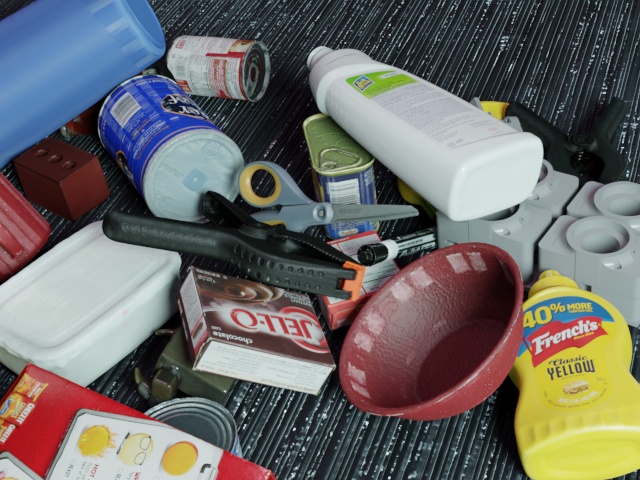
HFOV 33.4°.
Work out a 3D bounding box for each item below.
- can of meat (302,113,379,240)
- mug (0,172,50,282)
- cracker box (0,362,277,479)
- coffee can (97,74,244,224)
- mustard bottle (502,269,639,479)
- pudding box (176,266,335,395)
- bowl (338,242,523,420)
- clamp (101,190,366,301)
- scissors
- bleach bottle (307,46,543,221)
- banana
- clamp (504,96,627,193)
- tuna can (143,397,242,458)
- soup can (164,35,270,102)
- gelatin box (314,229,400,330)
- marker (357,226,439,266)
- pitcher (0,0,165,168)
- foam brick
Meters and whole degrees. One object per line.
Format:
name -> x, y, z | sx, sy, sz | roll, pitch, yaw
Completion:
can of meat -> 0.020, -0.060, 1.000 | 0.057, 0.084, 0.102 | -10, 38, -3
mug -> -0.300, -0.012, 0.976 | 0.093, 0.081, 0.117 | -47, 25, -16
cracker box -> -0.149, 0.194, 0.695 | 0.214, 0.072, 0.164 | 17, 62, 28
coffee can -> -0.150, -0.091, 1.058 | 0.102, 0.103, 0.140 | -23, 40, -18
mustard bottle -> 0.186, 0.089, 0.799 | 0.096, 0.058, 0.191 | -14, 36, 12
pudding box -> -0.052, 0.072, 0.844 | 0.113, 0.039, 0.090 | 14, 29, -26
bowl -> 0.094, 0.079, 0.803 | 0.162, 0.055, 0.162 | -31, 30, 21
clamp -> -0.056, 0.001, 0.905 | 0.210, 0.036, 0.164 | 17, 17, 16
scissors -> -0.006, -0.041, 0.940 | 0.202, 0.096, 0.016 | -19, -10, 37
bleach bottle -> 0.075, -0.111, 0.948 | 0.102, 0.068, 0.251 | -18, 42, -29
banana -> 0.126, -0.090, 1.063 | 0.069, 0.037, 0.197 | 34, 52, 6
clamp -> 0.239, -0.087, 1.030 | 0.120, 0.039, 0.171 | -1, 39, 12
tuna can -> -0.101, 0.158, 0.787 | 0.086, 0.034, 0.086 | -6, 38, 4
soup can -> -0.117, -0.196, 1.215 | 0.102, 0.068, 0.068 | 9, 41, 22
gelatin box -> 0.029, 0.034, 0.924 | 0.073, 0.030, 0.089 | -15, 38, -11
marker -> 0.070, 0.005, 0.919 | 0.020, 0.020, 0.120 | 21, 20, 32
pitcher -> -0.288, -0.186, 1.103 | 0.243, 0.149, 0.145 | -29, 2, 11
foam brick -> -0.263, -0.063, 1.086 | 0.078, 0.051, 0.052 | 22, 48, 33
